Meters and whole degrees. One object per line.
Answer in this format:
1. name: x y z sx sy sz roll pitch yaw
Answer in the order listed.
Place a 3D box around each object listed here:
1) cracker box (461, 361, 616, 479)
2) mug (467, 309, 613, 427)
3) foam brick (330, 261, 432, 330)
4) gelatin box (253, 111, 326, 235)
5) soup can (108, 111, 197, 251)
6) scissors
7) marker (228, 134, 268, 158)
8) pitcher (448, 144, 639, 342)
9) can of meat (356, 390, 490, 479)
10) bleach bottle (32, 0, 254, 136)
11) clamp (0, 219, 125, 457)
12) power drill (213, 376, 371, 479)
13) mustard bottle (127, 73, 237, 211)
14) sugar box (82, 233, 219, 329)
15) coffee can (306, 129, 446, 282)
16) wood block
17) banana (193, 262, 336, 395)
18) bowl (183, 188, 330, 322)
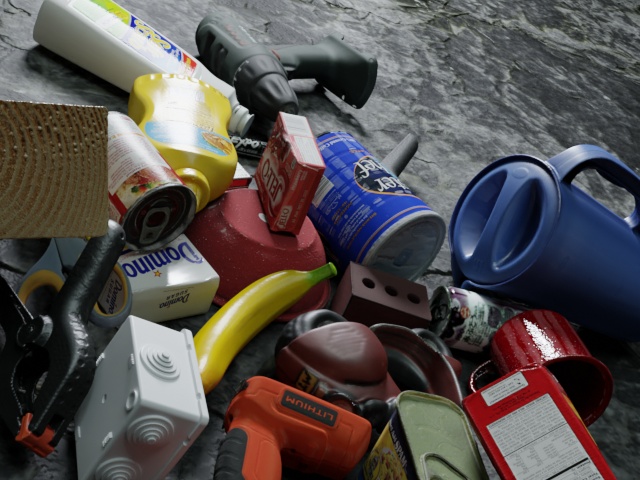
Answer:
1. cracker box: 0.190 0.208 0.722 0.164 0.072 0.214 57 4 -42
2. mug: 0.188 0.118 0.944 0.117 0.093 0.081 -18 33 -1
3. foam brick: 0.053 0.063 0.951 0.078 0.051 0.053 18 31 -13
4. gelatin box: -0.029 -0.060 0.949 0.030 0.073 0.089 10 34 -22
5. soup can: -0.155 -0.049 0.864 0.068 0.069 0.102 -7 45 -43
6. scissors: -0.217 0.001 0.836 0.096 0.016 0.202 -28 56 -20
7. marker: -0.085 -0.102 1.139 0.121 0.020 0.020 10 33 -23
8. pitcher: 0.259 0.011 1.053 0.242 0.145 0.149 24 -19 -35
9. can of meat: 0.070 0.173 0.758 0.057 0.084 0.102 14 32 -20
10. bleach bottle: -0.183 -0.190 1.166 0.251 0.068 0.102 31 31 5
11. clamp: -0.180 0.061 0.730 0.039 0.120 0.171 40 24 -45
12. power drill: -0.016 0.182 0.706 0.184 0.057 0.187 24 30 -2
13. mustard bottle: -0.124 -0.082 0.960 0.096 0.058 0.191 13 32 -18
14. sugar box: -0.170 -0.004 0.897 0.093 0.048 0.176 -9 43 -44
15. coffee can: 0.037 -0.026 1.028 0.102 0.103 0.140 -8 44 -44
16. wood block: -0.238 -0.050 0.770 0.090 0.090 0.207 -2 4 -37
17. banana: -0.063 0.068 0.846 0.037 0.070 0.197 55 43 -7
18. bowl: -0.056 0.001 0.964 0.162 0.055 0.162 18 31 -11
